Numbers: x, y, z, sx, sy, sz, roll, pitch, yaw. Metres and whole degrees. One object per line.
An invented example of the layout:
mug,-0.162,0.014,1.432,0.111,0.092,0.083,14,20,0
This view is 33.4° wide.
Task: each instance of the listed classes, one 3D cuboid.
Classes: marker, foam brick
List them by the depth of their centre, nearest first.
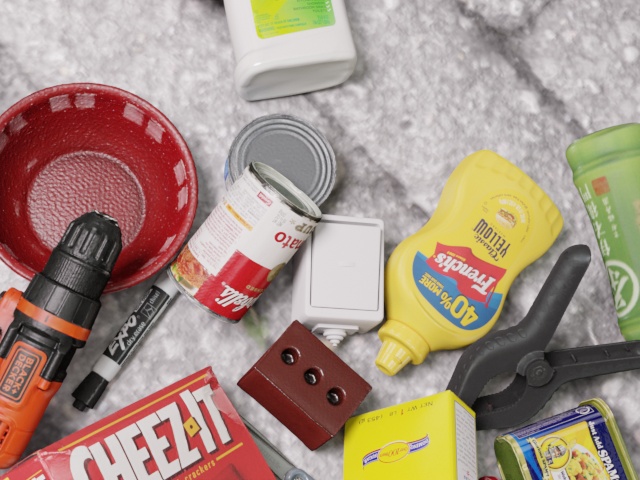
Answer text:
foam brick,-0.012,0.107,0.787,0.078,0.051,0.053,41,61,2
marker,-0.144,0.074,0.790,0.020,0.020,0.121,35,72,-1

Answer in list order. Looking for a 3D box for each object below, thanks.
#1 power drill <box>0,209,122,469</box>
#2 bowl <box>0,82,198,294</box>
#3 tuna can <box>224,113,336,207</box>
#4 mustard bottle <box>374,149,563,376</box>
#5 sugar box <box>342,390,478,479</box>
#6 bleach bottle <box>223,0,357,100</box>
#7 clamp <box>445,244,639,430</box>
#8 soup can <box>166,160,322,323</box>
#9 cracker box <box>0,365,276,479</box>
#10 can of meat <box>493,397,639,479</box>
power drill,-0.245,0.035,0.711,0.187,0.057,0.184,26,84,0
bowl,-0.174,-0.033,0.792,0.162,0.055,0.162,3,75,-11
tuna can,-0.032,-0.054,0.839,0.086,0.034,0.086,3,75,-11
mustard bottle,0.104,0.027,0.834,0.096,0.058,0.191,42,71,-10
sugar box,0.061,0.197,0.732,0.048,0.093,0.176,45,36,-37
bleach bottle,-0.046,-0.245,0.874,0.102,0.068,0.251,-11,75,-13
clamp,0.171,0.095,0.814,0.171,0.039,0.120,-43,106,13
soup can,-0.055,0.001,0.780,0.068,0.068,0.102,39,102,0
cracker box,-0.087,0.209,0.699,0.163,0.072,0.214,-22,80,-52
can of meat,0.189,0.182,0.812,0.083,0.057,0.102,-17,79,-14
